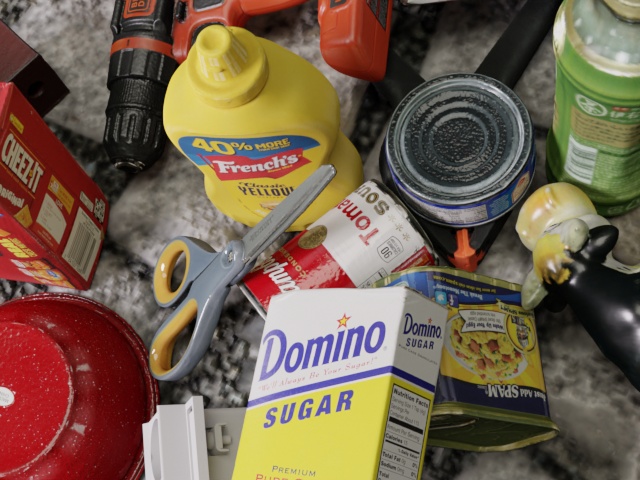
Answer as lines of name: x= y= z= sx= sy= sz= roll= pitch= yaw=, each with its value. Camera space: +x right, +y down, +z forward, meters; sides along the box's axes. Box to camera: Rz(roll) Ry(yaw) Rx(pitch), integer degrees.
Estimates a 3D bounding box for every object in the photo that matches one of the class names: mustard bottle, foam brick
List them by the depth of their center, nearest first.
mustard bottle: x=-0.035 y=-0.063 z=0.597 sx=0.096 sy=0.191 sz=0.058 roll=2 pitch=70 yaw=11
foam brick: x=-0.223 y=-0.102 z=0.722 sx=0.078 sy=0.053 sz=0.051 roll=-45 pitch=69 yaw=-7

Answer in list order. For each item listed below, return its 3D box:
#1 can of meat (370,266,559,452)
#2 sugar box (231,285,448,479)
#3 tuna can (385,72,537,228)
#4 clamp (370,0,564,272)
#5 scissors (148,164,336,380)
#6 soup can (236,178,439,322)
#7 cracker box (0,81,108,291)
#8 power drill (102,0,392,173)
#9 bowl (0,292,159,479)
can of meat: x=0.076 y=0.065 z=0.581 sx=0.058 sy=0.101 sz=0.084 roll=-31 pitch=55 yaw=45
sugar box: x=0.002 y=0.111 z=0.519 sx=0.094 sy=0.048 sz=0.176 roll=-6 pitch=68 yaw=41
tuna can: x=0.081 y=-0.053 z=0.614 sx=0.086 sy=0.033 sz=0.086 roll=-5 pitch=69 yaw=12
clamp: x=0.092 y=-0.083 z=0.665 sx=0.164 sy=0.036 sz=0.210 roll=-12 pitch=65 yaw=7
scissors: x=-0.054 y=0.001 z=0.609 sx=0.202 sy=0.016 sz=0.096 roll=-54 pitch=39 yaw=33
soup can: x=0.011 y=0.020 z=0.625 sx=0.102 sy=0.068 sz=0.068 roll=-38 pitch=68 yaw=-5
cracker box: x=-0.256 y=-0.040 z=0.646 sx=0.214 sy=0.164 sz=0.072 roll=8 pitch=70 yaw=13
power drill: x=-0.051 y=-0.133 z=0.682 sx=0.188 sy=0.057 sz=0.184 roll=-1 pitch=72 yaw=23
bowl: x=-0.181 y=0.100 z=0.638 sx=0.162 sy=0.055 sz=0.162 roll=-3 pitch=69 yaw=9
